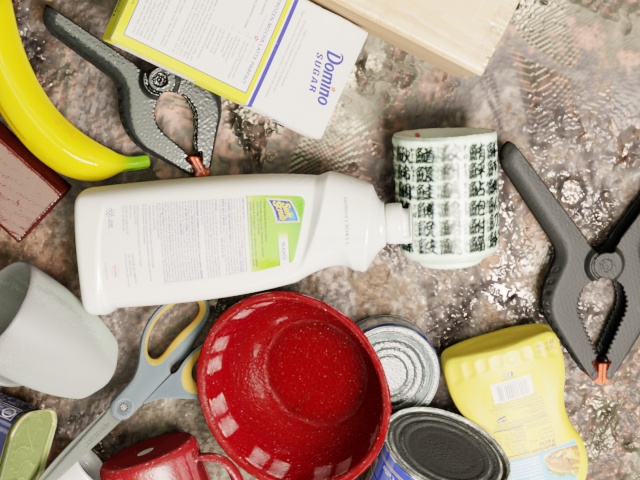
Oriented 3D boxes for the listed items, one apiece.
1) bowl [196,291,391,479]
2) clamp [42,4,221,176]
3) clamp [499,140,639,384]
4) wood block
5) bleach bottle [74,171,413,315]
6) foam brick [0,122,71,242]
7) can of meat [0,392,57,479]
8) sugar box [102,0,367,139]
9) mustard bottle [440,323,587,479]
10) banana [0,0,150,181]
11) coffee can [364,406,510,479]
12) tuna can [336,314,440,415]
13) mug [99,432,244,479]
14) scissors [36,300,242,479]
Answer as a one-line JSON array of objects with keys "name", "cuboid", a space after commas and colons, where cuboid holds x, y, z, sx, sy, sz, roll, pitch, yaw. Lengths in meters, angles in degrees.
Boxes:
[{"name": "bowl", "cuboid": [-0.014, 0.112, 0.837, 0.162, 0.055, 0.162, 5, 104, 21]}, {"name": "clamp", "cuboid": [-0.136, -0.125, 0.819, 0.120, 0.039, 0.171, -15, 98, -3]}, {"name": "clamp", "cuboid": [0.217, 0.012, 0.870, 0.164, 0.036, 0.210, 4, 100, -5]}, {"name": "wood block", "cuboid": [0.040, -0.207, 0.792, 0.206, 0.091, 0.090, 26, 96, -8]}, {"name": "bleach bottle", "cuboid": [-0.055, 0.001, 0.811, 0.251, 0.068, 0.102, -2, 99, 7]}, {"name": "foam brick", "cuboid": [-0.240, -0.046, 0.819, 0.078, 0.053, 0.051, 44, 94, -9]}, {"name": "can of meat", "cuboid": [-0.265, 0.168, 0.838, 0.084, 0.057, 0.102, 17, 95, 20]}, {"name": "sugar box", "cuboid": [-0.062, -0.153, 0.796, 0.176, 0.048, 0.093, 24, 91, -25]}, {"name": "mustard bottle", "cuboid": [0.168, 0.170, 0.883, 0.096, 0.058, 0.191, -16, 100, 1]}, {"name": "banana", "cuboid": [-0.218, -0.115, 0.819, 0.069, 0.037, 0.197, -44, 105, -28]}, {"name": "coffee can", "cuboid": [0.078, 0.218, 0.844, 0.102, 0.103, 0.140, 14, 116, -7]}, {"name": "tuna can", "cuboid": [0.054, 0.106, 0.876, 0.086, 0.034, 0.086, -1, 100, -4]}, {"name": "mug", "cuboid": [-0.116, 0.202, 0.850, 0.117, 0.093, 0.081, -15, 96, 17]}, {"name": "scissors", "cuboid": [-0.138, 0.136, 0.856, 0.096, 0.016, 0.201, 33, 83, -16]}]
